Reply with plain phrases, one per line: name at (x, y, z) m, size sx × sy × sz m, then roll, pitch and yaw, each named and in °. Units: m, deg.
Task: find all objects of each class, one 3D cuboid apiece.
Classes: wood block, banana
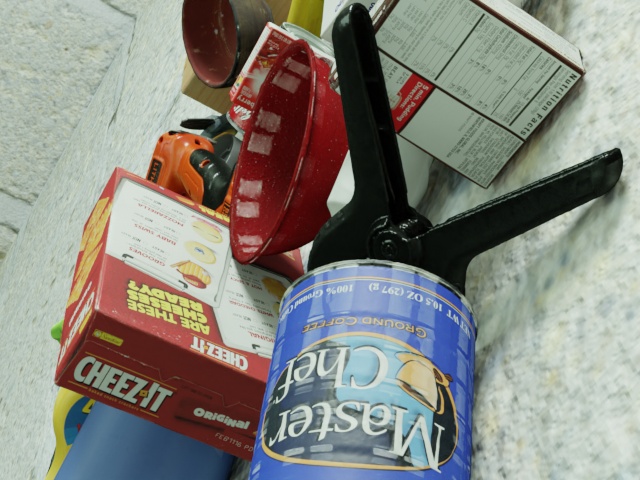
wood block at (-0.061, -0.237, 1.151) m, size 0.206 × 0.090 × 0.090 m, roll -52°, pitch 23°, yaw 30°
banana at (-0.031, -0.187, 1.047) m, size 0.069 × 0.037 × 0.198 m, roll -23°, pitch -36°, yaw -44°

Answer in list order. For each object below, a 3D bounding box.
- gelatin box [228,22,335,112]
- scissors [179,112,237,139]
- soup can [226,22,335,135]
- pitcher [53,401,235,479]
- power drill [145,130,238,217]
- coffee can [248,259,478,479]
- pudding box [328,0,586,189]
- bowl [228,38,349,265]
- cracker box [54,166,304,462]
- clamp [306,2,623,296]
gelatin box at (-0.024, -0.135, 0.925) m, size 0.073 × 0.089 × 0.030 m, roll -59°, pitch 21°, yaw 14°
scissors at (-0.093, -0.126, 1.076) m, size 0.096 × 0.016 × 0.202 m, roll -33°, pitch -1°, yaw -3°
soup can at (-0.033, -0.141, 0.990) m, size 0.102 × 0.068 × 0.068 m, roll -56°, pitch 20°, yaw 19°
pitcher at (-0.144, 0.221, 0.749) m, size 0.149 × 0.144 × 0.242 m, roll -10°, pitch 51°, yaw 52°
power drill at (-0.102, -0.009, 0.943) m, size 0.188 × 0.057 × 0.184 m, roll 34°, pitch 107°, yaw 52°
coffee can at (0.020, 0.095, 0.500) m, size 0.103 × 0.102 × 0.140 m, roll -44°, pitch 27°, yaw 44°
pudding box at (0.074, -0.094, 0.587) m, size 0.090 × 0.113 × 0.039 m, roll -52°, pitch 16°, yaw 28°
bowl at (-0.013, -0.056, 0.749) m, size 0.162 × 0.055 × 0.162 m, roll -167°, pitch 90°, yaw -71°
cracker box at (-0.090, 0.048, 0.751) m, size 0.072 × 0.164 × 0.214 m, roll -58°, pitch 20°, yaw 21°
clamp at (0.039, -0.010, 0.569) m, size 0.036 × 0.165 × 0.210 m, roll -25°, pitch -29°, yaw -53°
